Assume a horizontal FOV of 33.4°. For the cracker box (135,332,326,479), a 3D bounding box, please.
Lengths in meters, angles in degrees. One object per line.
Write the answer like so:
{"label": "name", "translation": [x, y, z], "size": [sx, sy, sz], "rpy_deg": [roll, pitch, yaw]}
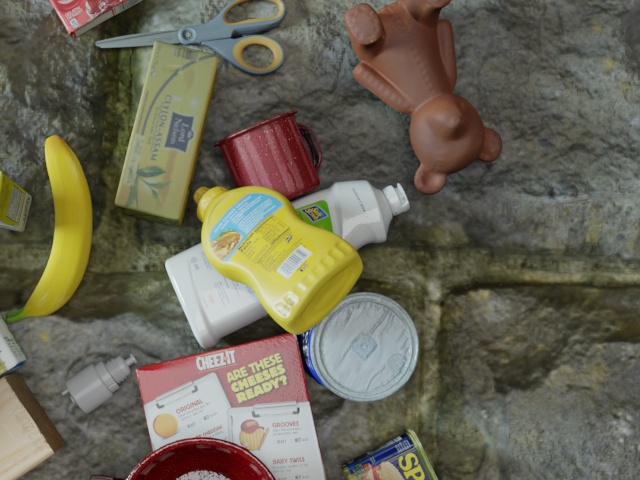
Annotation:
{"label": "cracker box", "translation": [-0.083, 0.214, 1.074], "size": [0.164, 0.072, 0.214], "rpy_deg": [-12, 87, -7]}

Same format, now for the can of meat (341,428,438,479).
{"label": "can of meat", "translation": [0.079, 0.258, 1.098], "size": [0.084, 0.057, 0.102], "rpy_deg": [-25, 89, -5]}

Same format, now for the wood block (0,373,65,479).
{"label": "wood block", "translation": [-0.362, 0.224, 1.031], "size": [0.206, 0.091, 0.090], "rpy_deg": [-34, 90, -7]}

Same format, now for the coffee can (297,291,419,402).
{"label": "coffee can", "translation": [0.033, 0.104, 1.060], "size": [0.102, 0.140, 0.103], "rpy_deg": [0, 86, -7]}

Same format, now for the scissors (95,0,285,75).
{"label": "scissors", "translation": [-0.125, -0.200, 1.125], "size": [0.201, 0.016, 0.096], "rpy_deg": [-22, 89, -7]}

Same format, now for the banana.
{"label": "banana", "translation": [-0.266, -0.006, 1.085], "size": [0.069, 0.037, 0.198], "rpy_deg": [13, 85, -7]}

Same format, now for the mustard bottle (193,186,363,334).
{"label": "mustard bottle", "translation": [-0.057, 0.001, 1.012], "size": [0.096, 0.058, 0.192], "rpy_deg": [-47, 56, -10]}

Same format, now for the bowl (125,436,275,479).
{"label": "bowl", "translation": [-0.112, 0.263, 1.002], "size": [0.162, 0.055, 0.162], "rpy_deg": [0, 86, -4]}

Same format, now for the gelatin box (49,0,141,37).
{"label": "gelatin box", "translation": [-0.239, -0.265, 1.109], "size": [0.089, 0.030, 0.073], "rpy_deg": [-31, 90, -8]}

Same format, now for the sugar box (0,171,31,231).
{"label": "sugar box", "translation": [-0.334, -0.044, 1.009], "size": [0.093, 0.176, 0.048], "rpy_deg": [12, 87, -6]}

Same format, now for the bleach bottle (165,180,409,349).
{"label": "bleach bottle", "translation": [-0.025, 0.013, 1.084], "size": [0.250, 0.068, 0.102], "rpy_deg": [-24, 78, -3]}

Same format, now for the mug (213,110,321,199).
{"label": "mug", "translation": [-0.044, -0.082, 1.098], "size": [0.117, 0.093, 0.081], "rpy_deg": [-26, 95, -44]}
